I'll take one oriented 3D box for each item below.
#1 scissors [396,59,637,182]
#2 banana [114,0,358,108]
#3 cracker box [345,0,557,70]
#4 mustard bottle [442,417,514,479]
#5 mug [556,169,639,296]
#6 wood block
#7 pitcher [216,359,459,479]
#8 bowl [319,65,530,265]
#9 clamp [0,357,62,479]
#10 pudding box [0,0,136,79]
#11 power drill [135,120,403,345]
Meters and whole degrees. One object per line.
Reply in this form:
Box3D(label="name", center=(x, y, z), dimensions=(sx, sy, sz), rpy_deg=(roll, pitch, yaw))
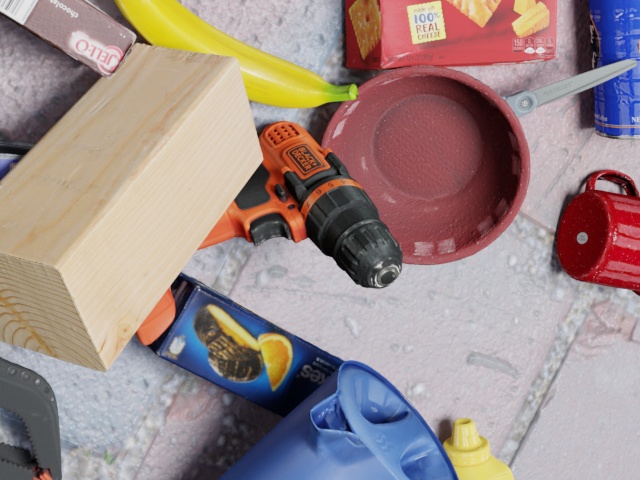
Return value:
Box3D(label="scissors", center=(0.148, -0.123, 0.865), dimensions=(0.202, 0.016, 0.096), rpy_deg=(-35, 103, 6))
Box3D(label="banana", center=(-0.070, -0.139, 0.767), dimensions=(0.197, 0.070, 0.037), rpy_deg=(22, 59, -24))
Box3D(label="cracker box", center=(0.102, -0.242, 0.824), dimensions=(0.164, 0.072, 0.214), rpy_deg=(-6, 102, -25))
Box3D(label="mustard bottle", center=(0.135, 0.248, 0.941), dimensions=(0.096, 0.058, 0.191), rpy_deg=(-18, 108, -38))
Box3D(label="mug", center=(0.263, -0.010, 0.944), dimensions=(0.081, 0.093, 0.117), rpy_deg=(9, 65, -22))
Box3D(label="wood block", center=(-0.129, -0.029, 0.685), dimensions=(0.205, 0.090, 0.091), rpy_deg=(-57, 149, -38))
Box3D(label="pitcher", center=(-0.018, 0.214, 0.791), dimensions=(0.243, 0.145, 0.149), rpy_deg=(-41, 93, 16))
Box3D(label="bowl", center=(0.081, -0.064, 0.835), dimensions=(0.162, 0.055, 0.162), rpy_deg=(3, 114, 7))
Box3D(label="clamp", center=(-0.257, 0.108, 0.733), dimensions=(0.164, 0.036, 0.210), rpy_deg=(-29, 122, -1))
Box3D(label="pudding box", center=(-0.182, -0.153, 0.695), dimensions=(0.113, 0.090, 0.039), rpy_deg=(33, 91, -27))
Box3D(label="power drill", center=(-0.055, 0.001, 0.747), dimensions=(0.187, 0.185, 0.057), rpy_deg=(-23, 131, -13))
